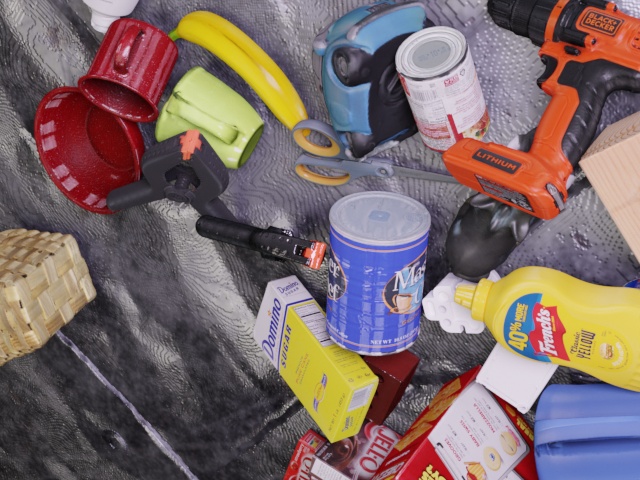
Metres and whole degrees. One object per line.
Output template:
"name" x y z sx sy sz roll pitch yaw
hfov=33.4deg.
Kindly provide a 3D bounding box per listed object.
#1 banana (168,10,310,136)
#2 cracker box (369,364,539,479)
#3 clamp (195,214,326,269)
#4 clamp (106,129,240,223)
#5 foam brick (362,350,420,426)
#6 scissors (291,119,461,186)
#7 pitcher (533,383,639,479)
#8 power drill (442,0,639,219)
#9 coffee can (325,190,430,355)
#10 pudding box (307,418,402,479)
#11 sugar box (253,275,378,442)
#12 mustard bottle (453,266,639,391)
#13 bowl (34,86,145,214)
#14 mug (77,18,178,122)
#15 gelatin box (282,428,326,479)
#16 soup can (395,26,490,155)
"banana" -0.082 -0.187 1.128 0.198 0.037 0.070 40 160 13
"cracker box" 0.153 0.254 1.097 0.164 0.213 0.072 51 131 -1
"clamp" -0.057 0.001 1.130 0.172 0.120 0.039 8 90 64
"clamp" -0.160 -0.061 1.161 0.164 0.036 0.210 12 155 0
"foam brick" 0.070 0.159 1.207 0.053 0.051 0.078 31 128 15
"scissors" 0.052 -0.088 1.088 0.202 0.016 0.096 0 137 34
"pitcher" 0.327 0.189 0.995 0.243 0.149 0.145 -12 108 34
"power drill" 0.182 -0.123 0.893 0.185 0.187 0.057 28 172 36
"coffee can" 0.058 0.034 1.110 0.103 0.102 0.140 18 124 25
"pudding box" 0.050 0.255 1.234 0.090 0.113 0.039 28 125 17
"sugar box" -0.010 0.132 1.207 0.176 0.048 0.093 47 135 33
"mustard bottle" 0.218 0.073 0.994 0.192 0.058 0.096 15 130 19
"bowl" -0.264 -0.115 1.274 0.162 0.055 0.162 16 123 26
"mug" -0.204 -0.190 1.147 0.093 0.081 0.117 19 161 2
"gelatin box" -0.003 0.292 1.345 0.073 0.030 0.089 33 129 15
"soup can" 0.112 -0.136 0.976 0.069 0.068 0.102 10 148 29
